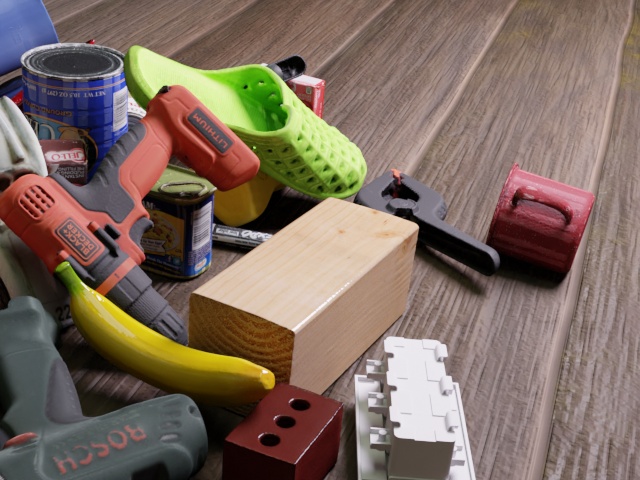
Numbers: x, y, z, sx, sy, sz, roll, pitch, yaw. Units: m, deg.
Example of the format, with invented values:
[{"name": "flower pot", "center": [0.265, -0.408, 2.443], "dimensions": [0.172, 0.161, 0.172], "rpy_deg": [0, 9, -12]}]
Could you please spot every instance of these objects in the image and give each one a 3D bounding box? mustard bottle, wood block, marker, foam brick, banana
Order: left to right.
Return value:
[{"name": "banana", "center": [-0.113, 0.080, 0.759], "dimensions": [0.198, 0.069, 0.037], "rpy_deg": [23, 60, 25]}, {"name": "mustard bottle", "center": [-0.065, -0.092, 1.102], "dimensions": [0.058, 0.096, 0.191], "rpy_deg": [-22, 14, 28]}, {"name": "marker", "center": [-0.057, 0.001, 1.005], "dimensions": [0.121, 0.020, 0.020], "rpy_deg": [10, 28, 8]}, {"name": "foam brick", "center": [-0.025, 0.141, 0.713], "dimensions": [0.053, 0.051, 0.078], "rpy_deg": [16, 30, 20]}, {"name": "wood block", "center": [-0.010, 0.050, 0.846], "dimensions": [0.090, 0.091, 0.205], "rpy_deg": [19, 31, 23]}]

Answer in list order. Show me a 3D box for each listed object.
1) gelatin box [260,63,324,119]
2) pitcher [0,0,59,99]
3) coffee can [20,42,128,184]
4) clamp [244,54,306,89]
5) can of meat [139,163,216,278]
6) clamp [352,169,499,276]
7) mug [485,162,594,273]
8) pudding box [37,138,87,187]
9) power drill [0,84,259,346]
[{"name": "gelatin box", "center": [-0.040, -0.161, 1.257], "dimensions": [0.089, 0.073, 0.030], "rpy_deg": [19, 32, 23]}, {"name": "pitcher", "center": [-0.418, -0.209, 1.178], "dimensions": [0.242, 0.149, 0.145], "rpy_deg": [-31, 5, -14]}, {"name": "coffee can", "center": [-0.241, -0.112, 1.054], "dimensions": [0.103, 0.140, 0.103], "rpy_deg": [4, 28, -3]}, {"name": "clamp", "center": [-0.099, -0.157, 1.139], "dimensions": [0.171, 0.039, 0.120], "rpy_deg": [-22, 4, 8]}, {"name": "can of meat", "center": [-0.144, -0.020, 0.959], "dimensions": [0.102, 0.084, 0.057], "rpy_deg": [17, 30, 21]}, {"name": "clamp", "center": [0.090, -0.018, 1.047], "dimensions": [0.164, 0.036, 0.210], "rpy_deg": [6, 25, 5]}, {"name": "mug", "center": [0.209, -0.022, 1.008], "dimensions": [0.081, 0.117, 0.093], "rpy_deg": [19, 74, 14]}, {"name": "pudding box", "center": [-0.272, -0.049, 0.980], "dimensions": [0.113, 0.090, 0.039], "rpy_deg": [-2, 49, -15]}, {"name": "power drill", "center": [-0.134, -0.021, 0.857], "dimensions": [0.184, 0.057, 0.187], "rpy_deg": [45, 61, -7]}]
